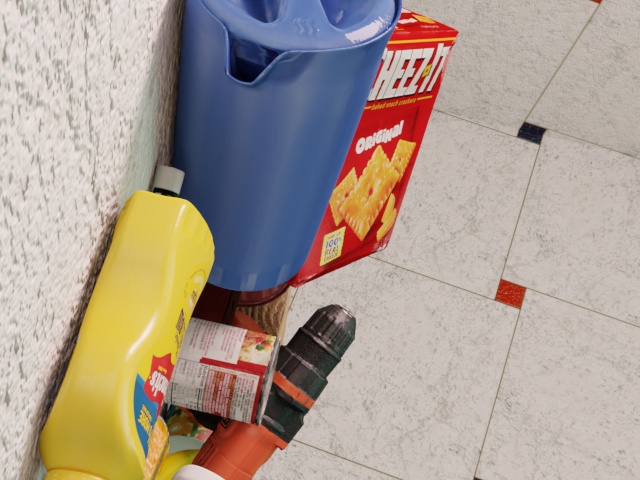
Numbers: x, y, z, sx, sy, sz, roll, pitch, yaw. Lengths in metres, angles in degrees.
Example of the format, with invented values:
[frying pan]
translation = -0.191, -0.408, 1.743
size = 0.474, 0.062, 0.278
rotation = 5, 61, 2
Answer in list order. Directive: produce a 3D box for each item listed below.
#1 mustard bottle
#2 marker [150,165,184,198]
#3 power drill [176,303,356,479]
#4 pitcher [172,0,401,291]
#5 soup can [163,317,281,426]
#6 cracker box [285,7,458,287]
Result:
[mustard bottle]
translation = -0.110, 0.074, 0.587
size = 0.096, 0.058, 0.191
rotation = 99, 5, -59
[marker]
translation = -0.112, 0.011, 0.694
size = 0.020, 0.020, 0.121
rotation = 91, 13, -83
[power drill]
translation = -0.059, 0.115, 0.917
size = 0.184, 0.057, 0.188
rotation = -50, -160, -6
[pitcher]
translation = -0.034, -0.086, 0.729
size = 0.145, 0.149, 0.243
rotation = 58, -32, 33
[soup can]
translation = -0.086, 0.094, 0.797
size = 0.068, 0.102, 0.068
rotation = 16, 87, -88
[cracker box]
translation = 0.025, -0.082, 0.889
size = 0.163, 0.072, 0.214
rotation = -20, 132, -56
